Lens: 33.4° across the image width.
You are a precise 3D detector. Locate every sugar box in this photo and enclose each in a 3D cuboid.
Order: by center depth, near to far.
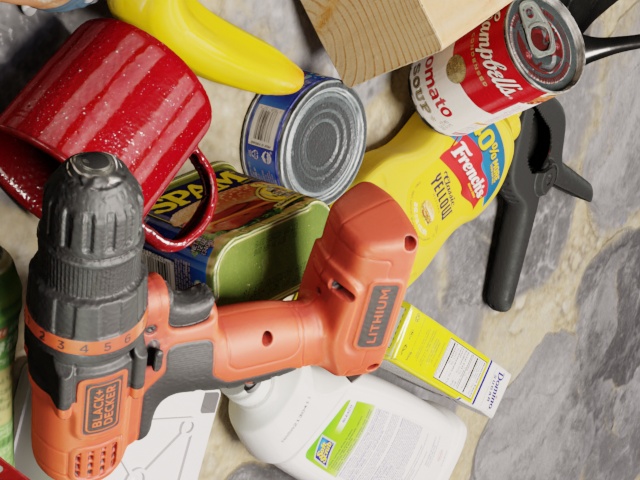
[{"bbox_3d":[0.062,0.077,0.778,0.176,0.093,0.048,31,82,-53],"label":"sugar box"}]

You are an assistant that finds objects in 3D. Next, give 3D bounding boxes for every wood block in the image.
[{"bbox_3d":[0.088,-0.189,0.671,0.205,0.091,0.090,-38,106,-34],"label":"wood block"}]

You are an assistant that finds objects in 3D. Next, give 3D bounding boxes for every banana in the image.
[{"bbox_3d":[-0.063,-0.110,0.552,0.197,0.070,0.037,35,68,-75],"label":"banana"}]

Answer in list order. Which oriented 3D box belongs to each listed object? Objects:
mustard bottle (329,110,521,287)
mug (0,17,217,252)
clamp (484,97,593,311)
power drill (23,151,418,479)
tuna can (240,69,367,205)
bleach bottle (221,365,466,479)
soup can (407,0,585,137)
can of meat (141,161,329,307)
[{"bbox_3d":[0.089,-0.052,0.780,0.191,0.058,0.096,-41,123,-33],"label":"mustard bottle"},{"bbox_3d":[-0.098,-0.045,0.521,0.117,0.093,0.081,42,65,-18],"label":"mug"},{"bbox_3d":[0.175,-0.047,0.905,0.164,0.036,0.210,-53,143,-21],"label":"clamp"},{"bbox_3d":[-0.047,0.025,0.505,0.187,0.057,0.185,-12,137,-28],"label":"power drill"},{"bbox_3d":[-0.009,-0.064,0.675,0.085,0.034,0.086,-24,124,-43],"label":"tuna can"},{"bbox_3d":[0.015,0.129,0.769,0.250,0.068,0.102,39,74,-49],"label":"bleach bottle"},{"bbox_3d":[0.114,-0.114,0.708,0.068,0.102,0.068,9,74,-32],"label":"soup can"},{"bbox_3d":[-0.054,0.001,0.607,0.101,0.084,0.057,-26,125,-42],"label":"can of meat"}]
